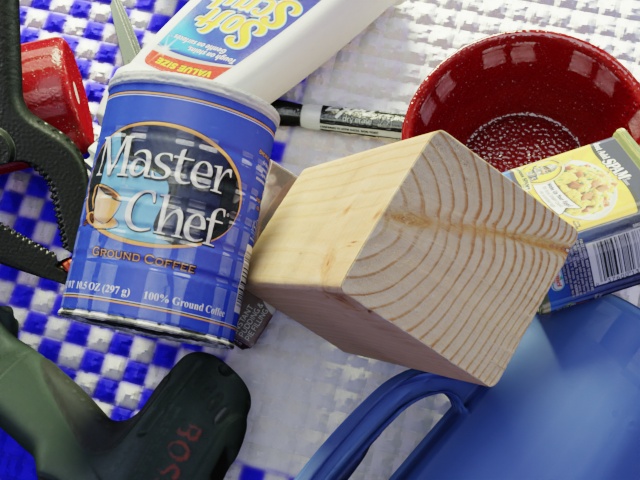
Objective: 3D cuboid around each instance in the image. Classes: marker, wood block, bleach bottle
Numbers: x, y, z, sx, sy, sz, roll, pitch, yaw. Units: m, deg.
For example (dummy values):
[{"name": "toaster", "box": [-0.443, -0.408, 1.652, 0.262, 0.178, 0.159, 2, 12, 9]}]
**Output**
[{"name": "marker", "box": [0.019, -0.082, 0.732, 0.121, 0.020, 0.020, 8, 74, 9]}, {"name": "wood block", "box": [0.034, 0.010, 0.584, 0.090, 0.206, 0.090, 34, 79, -14]}, {"name": "bleach bottle", "box": [-0.055, -0.125, 0.720, 0.103, 0.068, 0.250, 40, 77, 21]}]

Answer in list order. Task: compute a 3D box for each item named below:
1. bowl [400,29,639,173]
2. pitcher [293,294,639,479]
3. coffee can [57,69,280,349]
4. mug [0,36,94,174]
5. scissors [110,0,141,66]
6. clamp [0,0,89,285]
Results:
[{"name": "bowl", "box": [0.133, -0.052, 0.691, 0.162, 0.055, 0.162, -2, 73, 6]}, {"name": "pitcher", "box": [0.100, 0.138, 0.596, 0.145, 0.149, 0.242, 30, 74, 34]}, {"name": "coffee can", "box": [-0.087, -0.015, 0.620, 0.103, 0.103, 0.140, 9, 81, 9]}, {"name": "mug", "box": [-0.205, -0.097, 0.733, 0.081, 0.093, 0.117, -14, 35, -3]}, {"name": "scissors", "box": [-0.135, -0.075, 0.748, 0.096, 0.016, 0.202, -32, 72, -7]}, {"name": "clamp", "box": [-0.203, -0.065, 0.662, 0.164, 0.036, 0.210, -43, 105, -9]}]
